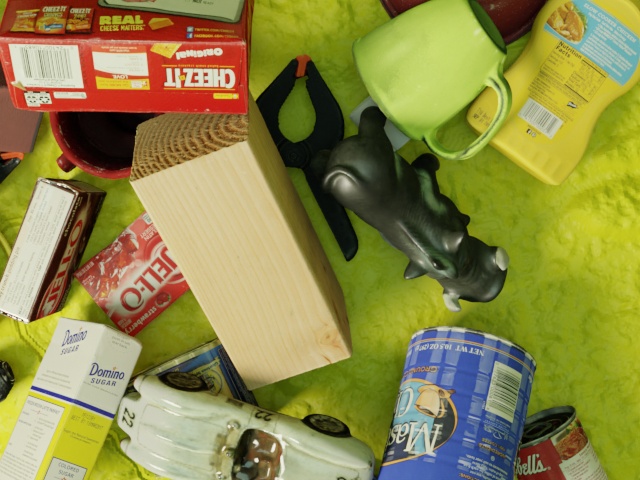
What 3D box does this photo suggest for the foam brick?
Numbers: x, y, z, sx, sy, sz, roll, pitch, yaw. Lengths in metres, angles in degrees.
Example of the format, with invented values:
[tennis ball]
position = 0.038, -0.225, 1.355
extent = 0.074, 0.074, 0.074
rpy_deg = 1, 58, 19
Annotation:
[foam brick]
position = -0.247, -0.113, 0.835
extent = 0.051, 0.078, 0.053
rpy_deg = 0, 56, -27

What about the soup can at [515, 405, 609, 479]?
[soup can]
position = 0.198, 0.195, 0.869
extent = 0.068, 0.068, 0.102
rpy_deg = -27, 93, 3

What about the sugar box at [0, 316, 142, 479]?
[sugar box]
position = -0.206, 0.151, 0.842
extent = 0.048, 0.094, 0.176
rpy_deg = 32, 73, -32

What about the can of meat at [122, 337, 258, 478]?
[can of meat]
position = -0.106, 0.135, 0.881
extent = 0.102, 0.057, 0.084
rpy_deg = -25, 91, 3

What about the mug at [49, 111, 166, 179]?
[mug]
position = -0.164, -0.096, 0.850
extent = 0.117, 0.081, 0.093
rpy_deg = -42, 97, 19

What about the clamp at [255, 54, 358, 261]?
[clamp]
position = -0.032, -0.064, 0.874
extent = 0.120, 0.039, 0.171
rpy_deg = -4, 94, -8

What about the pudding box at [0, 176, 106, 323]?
[pudding box]
position = -0.217, 0.006, 0.859
extent = 0.039, 0.090, 0.113
rpy_deg = 20, 93, 1

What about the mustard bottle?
[mustard bottle]
position = 0.207, -0.146, 0.852
extent = 0.096, 0.058, 0.191
rpy_deg = 36, 94, 0

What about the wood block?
[wood block]
position = -0.055, 0.001, 0.806
extent = 0.091, 0.090, 0.206
rpy_deg = -20, 123, 8

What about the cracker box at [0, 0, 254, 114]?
[cracker box]
position = -0.131, -0.183, 0.780
extent = 0.164, 0.213, 0.072
rpy_deg = 0, 137, -2

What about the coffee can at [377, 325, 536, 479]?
[coffee can]
position = 0.104, 0.151, 0.825
extent = 0.103, 0.103, 0.140
rpy_deg = 16, 66, 1

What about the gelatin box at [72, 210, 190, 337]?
[gelatin box]
position = -0.148, 0.026, 0.888
extent = 0.089, 0.030, 0.073
rpy_deg = -40, 92, 4
